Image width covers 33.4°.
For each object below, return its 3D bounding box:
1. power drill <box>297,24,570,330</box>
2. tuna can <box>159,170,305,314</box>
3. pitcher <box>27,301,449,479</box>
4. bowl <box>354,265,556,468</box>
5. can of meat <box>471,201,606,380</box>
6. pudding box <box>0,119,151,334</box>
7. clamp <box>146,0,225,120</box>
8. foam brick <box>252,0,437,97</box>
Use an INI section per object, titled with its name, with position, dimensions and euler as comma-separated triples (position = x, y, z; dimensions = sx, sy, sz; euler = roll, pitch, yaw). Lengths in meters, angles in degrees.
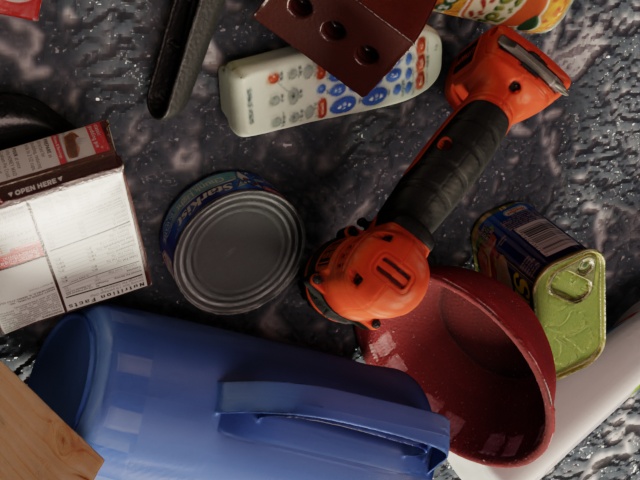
[power drill]
position = 0.059, -0.030, 0.639
dimensions = 0.057, 0.184, 0.187
euler = 36, 81, -9
[tuna can]
position = -0.054, 0.001, 0.656
dimensions = 0.086, 0.034, 0.086
euler = -13, 124, -21
[pitcher]
position = -0.049, 0.115, 0.664
dimensions = 0.242, 0.145, 0.149
euler = 20, 108, -32
[bowl]
position = 0.100, 0.074, 0.721
dimensions = 0.055, 0.162, 0.162
euler = -39, 133, -34
[can of meat]
position = 0.152, 0.033, 0.752
dimensions = 0.057, 0.084, 0.102
euler = -22, 126, -15
[pudding box]
position = -0.143, -0.004, 0.568
dimensions = 0.090, 0.039, 0.113
euler = -19, 148, -14
[clamp]
position = -0.051, -0.168, 0.547
dimensions = 0.210, 0.036, 0.164
euler = -41, 143, -11
[foam brick]
position = 0.014, -0.127, 0.576
dimensions = 0.078, 0.051, 0.053
euler = 34, 138, -12
